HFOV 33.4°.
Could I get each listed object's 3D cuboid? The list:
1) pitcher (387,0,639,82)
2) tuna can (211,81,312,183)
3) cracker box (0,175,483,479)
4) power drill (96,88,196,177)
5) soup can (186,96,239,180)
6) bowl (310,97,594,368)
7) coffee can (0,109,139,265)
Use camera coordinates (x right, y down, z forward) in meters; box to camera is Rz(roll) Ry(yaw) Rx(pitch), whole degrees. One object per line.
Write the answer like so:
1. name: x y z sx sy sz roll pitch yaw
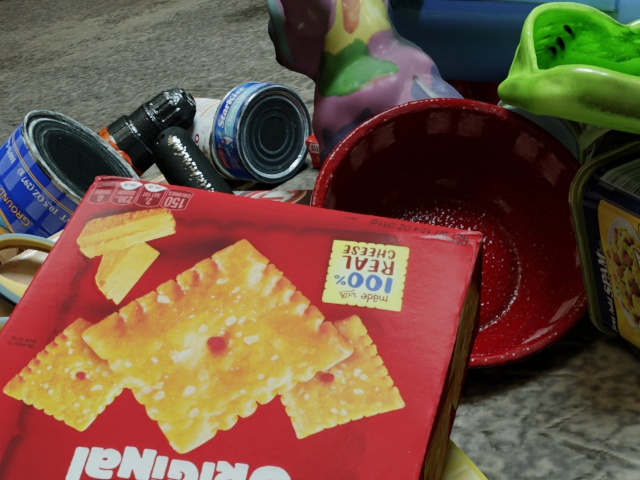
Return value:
1. pitcher: 0.174 -0.170 0.755 0.243 0.145 0.149 9 55 27
2. tuna can: -0.048 -0.091 0.906 0.086 0.086 0.034 -33 30 -33
3. cracker box: -0.044 0.080 0.372 0.164 0.072 0.213 10 50 15
4. power drill: -0.170 -0.043 0.868 0.184 0.057 0.188 -40 22 6
5. soup can: -0.096 -0.093 0.967 0.068 0.068 0.102 -30 27 -28
6. bowl: 0.073 0.002 0.592 0.162 0.055 0.162 1 64 -2
7. coffee can: -0.199 -0.003 0.719 0.140 0.102 0.103 -44 17 18
